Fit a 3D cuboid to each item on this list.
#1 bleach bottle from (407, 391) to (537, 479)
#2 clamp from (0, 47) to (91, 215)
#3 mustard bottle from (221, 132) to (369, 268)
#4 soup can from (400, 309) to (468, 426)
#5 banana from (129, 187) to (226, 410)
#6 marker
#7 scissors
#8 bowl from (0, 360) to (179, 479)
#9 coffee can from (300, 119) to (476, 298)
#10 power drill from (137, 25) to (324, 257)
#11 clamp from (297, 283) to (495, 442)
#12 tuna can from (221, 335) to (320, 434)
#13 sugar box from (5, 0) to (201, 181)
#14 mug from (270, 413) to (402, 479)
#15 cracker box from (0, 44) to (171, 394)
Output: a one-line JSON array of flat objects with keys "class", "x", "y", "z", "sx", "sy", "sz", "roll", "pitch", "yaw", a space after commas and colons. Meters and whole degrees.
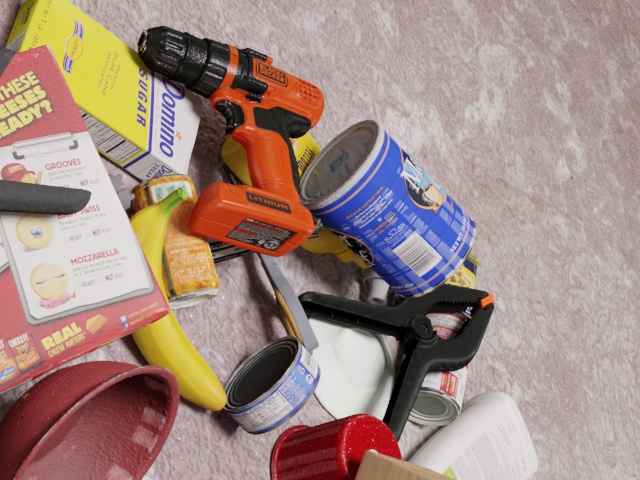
[{"class": "bleach bottle", "x": 0.118, "y": 0.238, "z": 1.040, "sx": 0.250, "sy": 0.068, "sz": 0.102, "roll": -21, "pitch": 88, "yaw": -48}, {"class": "clamp", "x": -0.245, "y": -0.053, "z": 0.685, "sx": 0.171, "sy": 0.039, "sz": 0.120, "roll": -20, "pitch": 85, "yaw": -29}, {"class": "mustard bottle", "x": -0.010, "y": -0.045, "z": 1.046, "sx": 0.191, "sy": 0.058, "sz": 0.096, "roll": 49, "pitch": 40, "yaw": -19}, {"class": "soup can", "x": 0.117, "y": 0.129, "z": 1.089, "sx": 0.068, "sy": 0.069, "sz": 0.102, "roll": 40, "pitch": 46, "yaw": -27}, {"class": "banana", "x": -0.125, "y": 0.055, "z": 0.849, "sx": 0.037, "sy": 0.070, "sz": 0.198, "roll": -63, "pitch": 148, "yaw": -60}, {"class": "marker", "x": -0.056, "y": 0.001, "z": 0.945, "sx": 0.121, "sy": 0.020, "sz": 0.020, "roll": -14, "pitch": 79, "yaw": -9}, {"class": "scissors", "x": -0.046, "y": 0.028, "z": 0.991, "sx": 0.096, "sy": 0.016, "sz": 0.202, "roll": 81, "pitch": -16, "yaw": -54}, {"class": "bowl", "x": -0.172, "y": 0.139, "z": 0.732, "sx": 0.055, "sy": 0.162, "sz": 0.161, "roll": 35, "pitch": 33, "yaw": 23}, {"class": "coffee can", "x": 0.062, "y": -0.028, "z": 0.992, "sx": 0.140, "sy": 0.103, "sz": 0.102, "roll": 42, "pitch": 45, "yaw": -24}, {"class": "power drill", "x": -0.073, "y": -0.089, "z": 0.914, "sx": 0.184, "sy": 0.057, "sz": 0.187, "roll": 17, "pitch": 53, "yaw": -29}, {"class": "clamp", "x": 0.083, "y": 0.087, "z": 1.035, "sx": 0.209, "sy": 0.036, "sz": 0.164, "roll": -28, "pitch": 77, "yaw": -35}, {"class": "tuna can", "x": -0.042, "y": 0.123, "z": 0.903, "sx": 0.033, "sy": 0.086, "sz": 0.086, "roll": 50, "pitch": 42, "yaw": -19}, {"class": "sugar box", "x": -0.183, "y": -0.126, "z": 0.907, "sx": 0.176, "sy": 0.048, "sz": 0.093, "roll": 32, "pitch": 48, "yaw": -32}, {"class": "mug", "x": 0.021, "y": 0.210, "z": 0.931, "sx": 0.093, "sy": 0.082, "sz": 0.117, "roll": -13, "pitch": 81, "yaw": -50}, {"class": "cracker box", "x": -0.226, "y": -0.009, "z": 0.749, "sx": 0.163, "sy": 0.072, "sz": 0.214, "roll": -25, "pitch": 90, "yaw": -31}]
